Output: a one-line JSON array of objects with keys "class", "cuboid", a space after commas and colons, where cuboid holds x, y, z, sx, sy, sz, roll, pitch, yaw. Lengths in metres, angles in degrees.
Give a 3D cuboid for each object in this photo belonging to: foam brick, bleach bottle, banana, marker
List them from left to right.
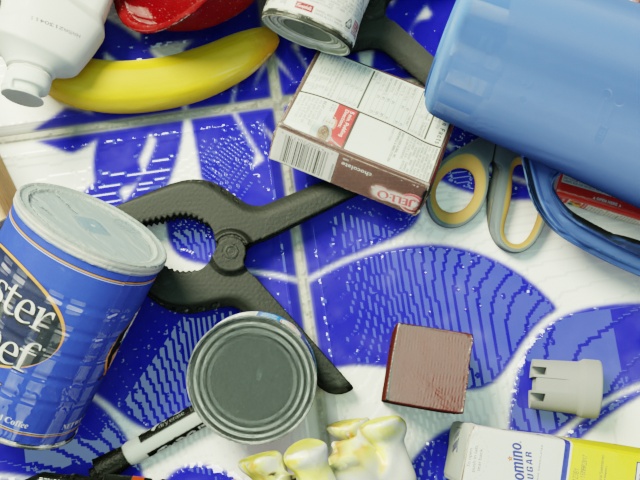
[{"class": "bleach bottle", "cuboid": [-0.185, -0.215, 0.744, 0.102, 0.068, 0.251, 16, 73, -20]}, {"class": "banana", "cuboid": [-0.130, -0.125, 0.769, 0.198, 0.037, 0.069, 2, 83, 1]}, {"class": "marker", "cuboid": [-0.106, 0.133, 0.740, 0.121, 0.020, 0.020, -29, 83, -4]}, {"class": "foam brick", "cuboid": [0.071, 0.087, 0.717, 0.051, 0.078, 0.053, 9, 82, 3]}]

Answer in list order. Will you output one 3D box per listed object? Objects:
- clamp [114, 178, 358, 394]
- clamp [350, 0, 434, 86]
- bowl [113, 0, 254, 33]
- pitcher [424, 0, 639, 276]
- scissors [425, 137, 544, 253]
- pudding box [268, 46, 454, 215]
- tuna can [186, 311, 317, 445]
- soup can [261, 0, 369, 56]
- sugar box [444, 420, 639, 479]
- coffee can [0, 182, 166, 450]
[{"class": "clamp", "cuboid": [-0.055, 0.001, 0.750, 0.210, 0.036, 0.164, 18, 82, 0]}, {"class": "clamp", "cuboid": [0.046, -0.179, 0.774, 0.171, 0.039, 0.120, 20, 81, 3]}, {"class": "bowl", "cuboid": [-0.075, -0.208, 0.748, 0.162, 0.055, 0.162, -22, 56, 37]}, {"class": "pitcher", "cuboid": [0.192, -0.081, 0.691, 0.243, 0.145, 0.149, 22, 70, 7]}, {"class": "scissors", "cuboid": [0.121, -0.090, 0.773, 0.096, 0.016, 0.202, -2, 82, 0]}, {"class": "pudding box", "cuboid": [0.032, -0.077, 0.743, 0.113, 0.039, 0.090, 23, 51, 2]}, {"class": "tuna can", "cuboid": [-0.045, 0.090, 0.712, 0.086, 0.034, 0.086, 0, 93, 2]}, {"class": "soup can", "cuboid": [0.008, -0.186, 0.725, 0.068, 0.068, 0.102, 21, 86, 3]}, {"class": "sugar box", "cuboid": [0.175, 0.152, 0.699, 0.176, 0.093, 0.048, 12, 81, 2]}, {"class": "coffee can", "cuboid": [-0.176, 0.048, 0.690, 0.103, 0.102, 0.140, 30, 104, 4]}]
